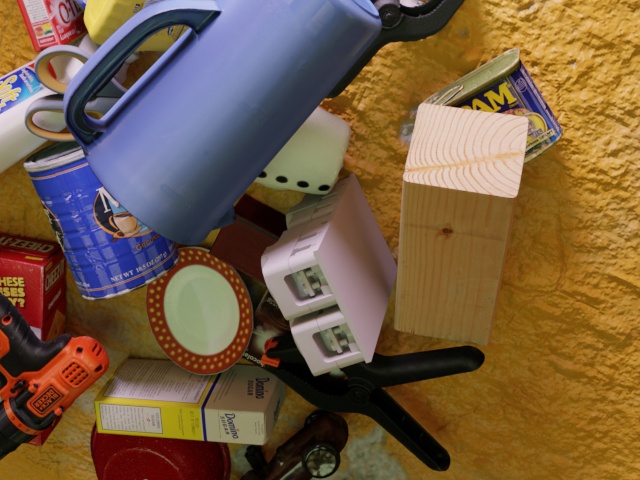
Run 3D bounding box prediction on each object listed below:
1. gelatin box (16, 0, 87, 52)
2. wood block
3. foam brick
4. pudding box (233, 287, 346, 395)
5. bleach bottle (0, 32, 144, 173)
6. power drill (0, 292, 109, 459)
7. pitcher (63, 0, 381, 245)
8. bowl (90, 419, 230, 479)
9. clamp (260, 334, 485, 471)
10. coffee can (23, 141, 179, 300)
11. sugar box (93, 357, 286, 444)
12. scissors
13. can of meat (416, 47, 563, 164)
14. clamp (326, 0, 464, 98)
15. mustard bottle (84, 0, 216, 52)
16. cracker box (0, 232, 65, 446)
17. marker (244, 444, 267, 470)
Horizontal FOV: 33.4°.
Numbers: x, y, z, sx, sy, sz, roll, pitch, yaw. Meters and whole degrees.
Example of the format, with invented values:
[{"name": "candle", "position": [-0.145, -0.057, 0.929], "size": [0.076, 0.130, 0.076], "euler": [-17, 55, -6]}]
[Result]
[{"name": "gelatin box", "position": [-0.237, -0.214, 0.950], "size": [0.030, 0.089, 0.073], "euler": [-10, 110, 14]}, {"name": "wood block", "position": [0.117, -0.008, 0.915], "size": [0.091, 0.090, 0.206], "euler": [9, 143, 8]}, {"name": "foam brick", "position": [-0.057, 0.001, 1.023], "size": [0.078, 0.053, 0.051], "euler": [29, 115, 0]}, {"name": "pudding box", "position": [-0.017, 0.098, 1.062], "size": [0.113, 0.039, 0.090], "euler": [29, 116, -1]}, {"name": "bleach bottle", "position": [-0.274, -0.127, 1.000], "size": [0.251, 0.102, 0.068], "euler": [-30, 129, 12]}, {"name": "power drill", "position": [-0.328, 0.115, 1.049], "size": [0.185, 0.057, 0.187], "euler": [-40, 105, 16]}, {"name": "pitcher", "position": [-0.076, -0.126, 0.849], "size": [0.243, 0.149, 0.145], "euler": [-45, 80, 17]}, {"name": "bowl", "position": [-0.181, 0.247, 1.152], "size": [0.162, 0.055, 0.162], "euler": [4, 114, 10]}, {"name": "clamp", "position": [0.046, 0.145, 1.024], "size": [0.210, 0.036, 0.165], "euler": [12, 128, 13]}, {"name": "coffee can", "position": [-0.206, -0.028, 1.014], "size": [0.103, 0.102, 0.140], "euler": [-14, 109, 17]}, {"name": "sugar box", "position": [-0.130, 0.162, 1.084], "size": [0.176, 0.093, 0.048], "euler": [5, 114, 10]}, {"name": "scissors", "position": [-0.163, -0.135, 0.942], "size": [0.201, 0.016, 0.096], "euler": [-11, 123, -6]}, {"name": "can of meat", "position": [0.149, -0.104, 0.933], "size": [0.102, 0.057, 0.084], "euler": [-29, 107, 22]}, {"name": "clamp", "position": [0.046, -0.203, 0.907], "size": [0.171, 0.039, 0.120], "euler": [-30, 131, 11]}, {"name": "mustard bottle", "position": [-0.095, -0.193, 0.905], "size": [0.191, 0.058, 0.096], "euler": [8, 125, -34]}, {"name": "cracker box", "position": [-0.355, 0.097, 1.116], "size": [0.164, 0.072, 0.214], "euler": [10, 113, 6]}, {"name": "marker", "position": [-0.049, 0.272, 1.154], "size": [0.020, 0.020, 0.121], "euler": [-22, 107, 19]}]
